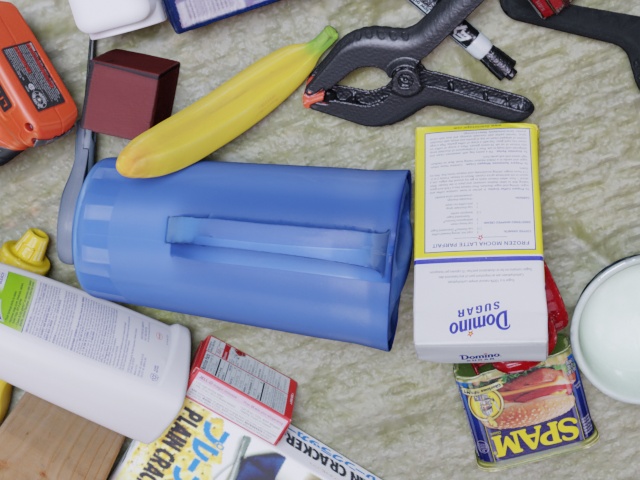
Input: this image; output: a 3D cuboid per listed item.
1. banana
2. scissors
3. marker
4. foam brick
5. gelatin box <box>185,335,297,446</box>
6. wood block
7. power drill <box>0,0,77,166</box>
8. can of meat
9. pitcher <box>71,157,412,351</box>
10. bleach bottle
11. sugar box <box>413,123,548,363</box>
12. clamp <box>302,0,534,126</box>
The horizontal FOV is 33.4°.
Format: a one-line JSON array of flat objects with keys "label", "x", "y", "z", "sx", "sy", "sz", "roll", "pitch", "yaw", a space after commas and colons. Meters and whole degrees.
[{"label": "banana", "x": -0.072, "y": -0.096, "z": 0.776, "sx": 0.197, "sy": 0.070, "sz": 0.037, "roll": -39, "pitch": 79, "yaw": -24}, {"label": "scissors", "x": -0.181, "y": -0.069, "z": 0.804, "sx": 0.016, "sy": 0.096, "sz": 0.202, "roll": 5, "pitch": 110, "yaw": -1}, {"label": "marker", "x": 0.100, "y": -0.162, "z": 0.797, "sx": 0.121, "sy": 0.020, "sz": 0.020, "roll": 39, "pitch": 104, "yaw": -8}, {"label": "foam brick", "x": -0.141, "y": -0.109, "z": 0.795, "sx": 0.053, "sy": 0.078, "sz": 0.051, "roll": 13, "pitch": 107, "yaw": 1}, {"label": "gelatin box", "x": -0.065, "y": 0.120, "z": 0.860, "sx": 0.089, "sy": 0.073, "sz": 0.030, "roll": 29, "pitch": 105, "yaw": -6}, {"label": "wood block", "x": -0.222, "y": 0.189, "z": 0.820, "sx": 0.090, "sy": 0.206, "sz": 0.091, "roll": 34, "pitch": 104, "yaw": -8}, {"label": "power drill", "x": -0.285, "y": -0.100, "z": 0.793, "sx": 0.188, "sy": 0.057, "sz": 0.184, "roll": -26, "pitch": 100, "yaw": 30}, {"label": "can of meat", "x": 0.164, "y": 0.129, "z": 0.862, "sx": 0.102, "sy": 0.057, "sz": 0.084, "roll": -16, "pitch": 103, "yaw": 7}, {"label": "pitcher", "x": -0.055, "y": 0.001, "z": 0.783, "sx": 0.243, "sy": 0.145, "sz": 0.149, "roll": 6, "pitch": 133, "yaw": 8}, {"label": "bleach bottle", "x": -0.219, "y": 0.061, "z": 0.792, "sx": 0.250, "sy": 0.102, "sz": 0.068, "roll": 29, "pitch": 119, "yaw": -21}, {"label": "sugar box", "x": 0.115, "y": 0.000, "z": 0.774, "sx": 0.093, "sy": 0.048, "sz": 0.176, "roll": -1, "pitch": 66, "yaw": 11}, {"label": "clamp", "x": 0.067, "y": -0.135, "z": 0.783, "sx": 0.171, "sy": 0.039, "sz": 0.120, "roll": -5, "pitch": 118, "yaw": 10}]
